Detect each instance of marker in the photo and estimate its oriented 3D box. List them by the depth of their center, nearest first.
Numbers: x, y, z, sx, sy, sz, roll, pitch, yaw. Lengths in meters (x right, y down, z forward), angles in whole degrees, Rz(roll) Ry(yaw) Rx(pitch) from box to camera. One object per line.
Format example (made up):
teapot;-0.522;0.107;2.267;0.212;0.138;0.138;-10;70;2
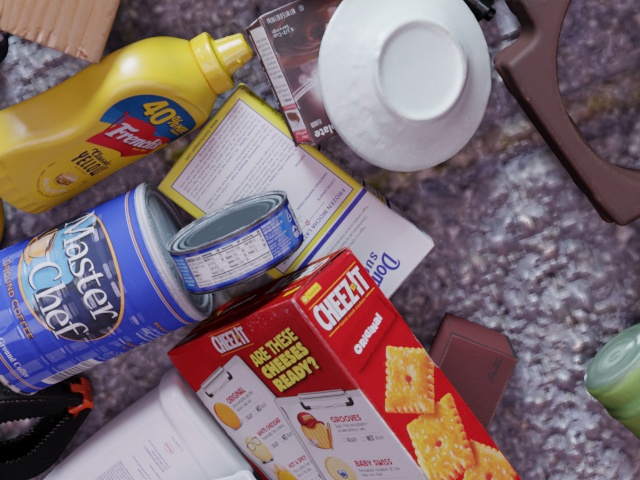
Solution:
marker;0.070;-0.189;0.726;0.121;0.020;0.020;36;101;-6

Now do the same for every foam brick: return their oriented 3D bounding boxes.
foam brick;0.102;0.102;0.772;0.053;0.051;0.078;21;102;-4

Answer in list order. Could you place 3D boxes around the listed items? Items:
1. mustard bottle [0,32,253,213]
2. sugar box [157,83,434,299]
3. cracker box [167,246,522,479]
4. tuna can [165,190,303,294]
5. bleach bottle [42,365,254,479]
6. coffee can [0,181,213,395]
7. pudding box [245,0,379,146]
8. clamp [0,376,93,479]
mustard bottle;-0.133;-0.087;0.717;0.192;0.096;0.058;-27;68;6
sugar box;-0.016;-0.020;0.753;0.176;0.048;0.093;39;101;-10
cracker box;0.017;0.124;0.730;0.164;0.072;0.213;-26;103;49
tuna can;-0.055;0.001;0.691;0.086;0.086;0.034;-22;105;6
bleach bottle;-0.175;0.200;0.798;0.251;0.068;0.102;-34;101;11
coffee can;-0.160;0.034;0.740;0.140;0.103;0.103;-24;100;7
pudding box;0.018;-0.124;0.712;0.113;0.039;0.090;-27;100;-17
clamp;-0.262;0.165;0.793;0.210;0.036;0.164;-21;129;-4
